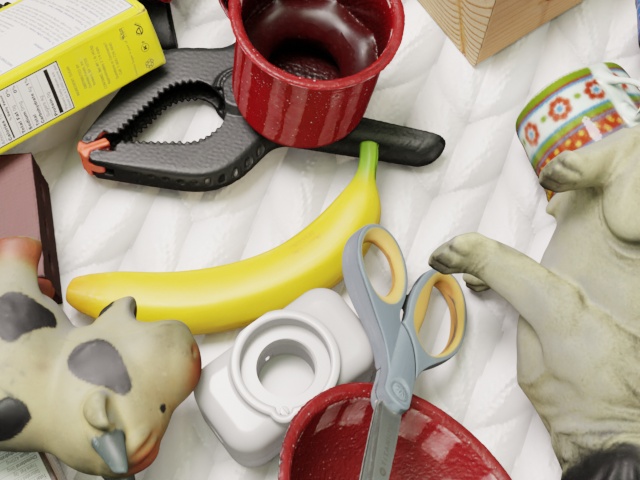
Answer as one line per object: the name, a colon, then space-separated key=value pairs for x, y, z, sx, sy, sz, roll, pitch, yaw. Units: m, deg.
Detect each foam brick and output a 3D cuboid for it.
foam brick: x=-0.179 y=-0.003 z=0.604 sx=0.051 sy=0.053 sz=0.078 roll=-10 pitch=71 yaw=-4

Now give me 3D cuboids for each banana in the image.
banana: x=-0.042 y=0.015 z=0.606 sx=0.197 sy=0.037 sz=0.070 roll=-25 pitch=73 yaw=-7

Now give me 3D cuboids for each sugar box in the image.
sugar box: x=-0.187 y=-0.089 z=0.607 sx=0.176 sy=0.048 sz=0.093 roll=-36 pitch=42 yaw=-22

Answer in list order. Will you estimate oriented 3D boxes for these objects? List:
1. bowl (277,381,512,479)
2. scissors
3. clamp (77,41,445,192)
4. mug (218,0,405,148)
bowl: x=0.035 y=0.151 z=0.521 sx=0.162 sy=0.055 sz=0.162 roll=26 pitch=37 yaw=-22
scissors: x=0.026 y=0.059 z=0.535 sx=0.096 sy=0.016 sz=0.201 roll=50 pitch=36 yaw=-7
clamp: x=-0.048 y=-0.095 z=0.648 sx=0.210 sy=0.036 sz=0.164 roll=-16 pitch=69 yaw=-10
mug: x=-0.016 y=-0.111 z=0.593 sx=0.117 sy=0.081 sz=0.093 roll=40 pitch=68 yaw=9
